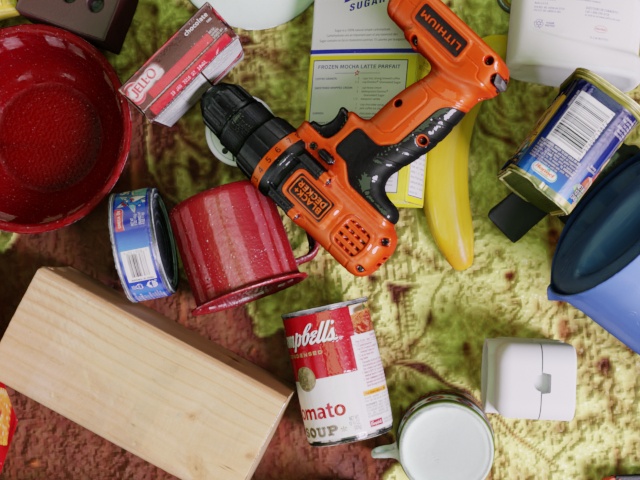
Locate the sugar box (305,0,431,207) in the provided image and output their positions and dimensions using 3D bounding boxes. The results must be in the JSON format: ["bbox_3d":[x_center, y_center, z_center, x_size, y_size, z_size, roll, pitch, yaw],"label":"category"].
[{"bbox_3d":[0.038,-0.116,0.817,0.093,0.048,0.176,5,86,26],"label":"sugar box"}]

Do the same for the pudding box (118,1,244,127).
[{"bbox_3d":[-0.102,-0.129,0.804,0.090,0.113,0.039,-43,92,1],"label":"pudding box"}]

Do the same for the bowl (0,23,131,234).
[{"bbox_3d":[-0.222,-0.085,0.840,0.162,0.055,0.162,0,88,4],"label":"bowl"}]

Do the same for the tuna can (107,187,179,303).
[{"bbox_3d":[-0.134,0.003,0.816,0.034,0.086,0.086,-11,88,2],"label":"tuna can"}]

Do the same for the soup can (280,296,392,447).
[{"bbox_3d":[0.013,0.099,0.812,0.068,0.068,0.102,-12,87,3],"label":"soup can"}]

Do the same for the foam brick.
[{"bbox_3d":[-0.191,-0.188,0.843,0.078,0.051,0.053,20,89,4],"label":"foam brick"}]

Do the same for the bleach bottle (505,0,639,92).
[{"bbox_3d":[0.203,-0.242,0.797,0.102,0.068,0.251,9,85,5],"label":"bleach bottle"}]

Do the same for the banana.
[{"bbox_3d":[0.112,-0.079,0.826,0.069,0.037,0.198,18,90,6],"label":"banana"}]

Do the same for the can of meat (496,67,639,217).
[{"bbox_3d":[0.171,-0.065,0.743,0.057,0.102,0.084,37,92,3],"label":"can of meat"}]

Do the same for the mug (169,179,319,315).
[{"bbox_3d":[-0.055,0.001,0.816,0.117,0.093,0.081,-16,82,-23],"label":"mug"}]

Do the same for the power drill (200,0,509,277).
[{"bbox_3d":[0.026,-0.096,0.762,0.184,0.057,0.188,45,102,10],"label":"power drill"}]

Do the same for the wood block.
[{"bbox_3d":[-0.131,0.105,0.811,0.206,0.091,0.090,27,90,5],"label":"wood block"}]
